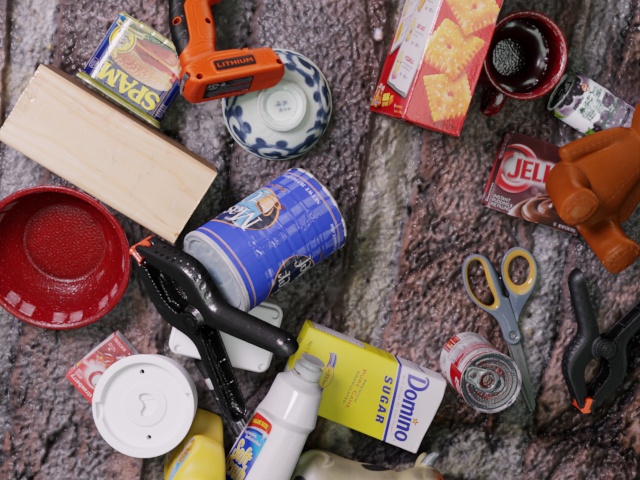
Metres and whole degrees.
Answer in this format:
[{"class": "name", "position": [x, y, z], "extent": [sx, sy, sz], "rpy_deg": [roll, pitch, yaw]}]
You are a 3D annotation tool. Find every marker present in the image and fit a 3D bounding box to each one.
[{"class": "marker", "position": [-0.110, 0.180, 1.209], "extent": [0.020, 0.020, 0.121], "rpy_deg": [-28, 101, -2]}]

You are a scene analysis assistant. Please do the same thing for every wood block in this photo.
[{"class": "wood block", "position": [-0.220, -0.092, 1.118], "extent": [0.206, 0.091, 0.090], "rpy_deg": [32, 93, -11]}]

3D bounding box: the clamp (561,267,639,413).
[{"class": "clamp", "position": [0.337, 0.117, 1.245], "extent": [0.120, 0.039, 0.171], "rpy_deg": [4, 104, -3]}]

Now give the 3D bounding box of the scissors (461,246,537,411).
[{"class": "scissors", "position": [0.235, 0.093, 1.240], "extent": [0.096, 0.016, 0.201], "rpy_deg": [-33, 101, -1]}]

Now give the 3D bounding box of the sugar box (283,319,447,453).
[{"class": "sugar box", "position": [0.047, 0.166, 1.212], "extent": [0.176, 0.048, 0.093], "rpy_deg": [23, 97, -8]}]

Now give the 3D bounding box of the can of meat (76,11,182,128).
[{"class": "can of meat", "position": [-0.191, -0.180, 1.127], "extent": [0.102, 0.057, 0.084], "rpy_deg": [33, 90, -11]}]

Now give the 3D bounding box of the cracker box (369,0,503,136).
[{"class": "cracker box", "position": [0.129, -0.221, 1.104], "extent": [0.072, 0.164, 0.214], "rpy_deg": [18, 96, -11]}]

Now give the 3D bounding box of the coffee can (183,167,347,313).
[{"class": "coffee can", "position": [-0.057, 0.001, 1.123], "extent": [0.140, 0.103, 0.103], "rpy_deg": [-35, 102, -25]}]

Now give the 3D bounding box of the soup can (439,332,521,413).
[{"class": "soup can", "position": [0.177, 0.146, 1.196], "extent": [0.068, 0.102, 0.068], "rpy_deg": [-1, 99, -7]}]

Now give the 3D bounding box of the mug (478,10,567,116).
[{"class": "mug", "position": [0.205, -0.189, 1.160], "extent": [0.093, 0.081, 0.117], "rpy_deg": [22, 95, -10]}]

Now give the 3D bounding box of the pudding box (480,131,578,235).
[{"class": "pudding box", "position": [0.248, -0.065, 1.205], "extent": [0.113, 0.039, 0.090], "rpy_deg": [17, 95, -10]}]

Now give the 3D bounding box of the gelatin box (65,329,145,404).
[{"class": "gelatin box", "position": [-0.225, 0.157, 1.186], "extent": [0.073, 0.030, 0.089], "rpy_deg": [-39, 101, 0]}]

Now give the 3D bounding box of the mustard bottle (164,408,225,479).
[{"class": "mustard bottle", "position": [-0.133, 0.250, 1.129], "extent": [0.058, 0.192, 0.096], "rpy_deg": [25, 95, -10]}]

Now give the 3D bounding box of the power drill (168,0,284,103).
[{"class": "power drill", "position": [-0.100, -0.243, 1.096], "extent": [0.184, 0.057, 0.188], "rpy_deg": [-16, 76, -14]}]

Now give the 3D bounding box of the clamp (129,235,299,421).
[{"class": "clamp", "position": [-0.113, 0.074, 1.085], "extent": [0.036, 0.165, 0.210], "rpy_deg": [-34, 83, -41]}]

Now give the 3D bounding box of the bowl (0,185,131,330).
[{"class": "bowl", "position": [-0.278, 0.011, 1.136], "extent": [0.162, 0.055, 0.162], "rpy_deg": [0, 110, 0]}]

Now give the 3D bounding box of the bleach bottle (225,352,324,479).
[{"class": "bleach bottle", "position": [-0.062, 0.234, 1.164], "extent": [0.068, 0.103, 0.251], "rpy_deg": [20, 103, -22]}]
